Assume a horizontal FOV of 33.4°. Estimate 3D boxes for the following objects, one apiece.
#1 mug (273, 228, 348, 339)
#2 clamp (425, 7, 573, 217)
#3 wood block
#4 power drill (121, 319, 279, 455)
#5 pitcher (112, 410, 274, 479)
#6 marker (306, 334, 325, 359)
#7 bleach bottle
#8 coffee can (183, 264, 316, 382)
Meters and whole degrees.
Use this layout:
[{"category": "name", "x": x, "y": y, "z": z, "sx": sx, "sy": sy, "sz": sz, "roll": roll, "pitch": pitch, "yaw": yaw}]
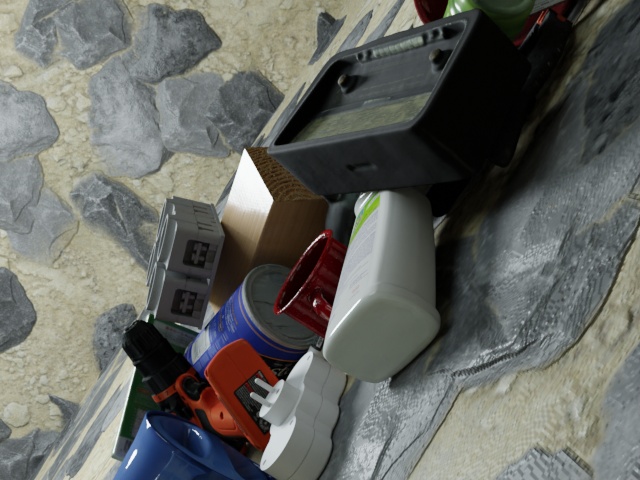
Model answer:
[{"category": "mug", "x": 0.016, "y": 0.053, "z": 0.970, "sx": 0.093, "sy": 0.081, "sz": 0.117, "roll": -54, "pitch": 11, "yaw": 11}, {"category": "clamp", "x": 0.162, "y": -0.117, "z": 0.946, "sx": 0.209, "sy": 0.036, "sz": 0.165, "roll": -59, "pitch": 5, "yaw": -26}, {"category": "wood block", "x": -0.057, "y": 0.002, "z": 1.198, "sx": 0.091, "sy": 0.090, "sz": 0.206, "roll": 59, "pitch": 141, "yaw": 37}, {"category": "power drill", "x": -0.110, "y": 0.145, "z": 1.043, "sx": 0.057, "sy": 0.184, "sz": 0.188, "roll": -42, "pitch": 10, "yaw": -28}, {"category": "pitcher", "x": -0.155, "y": 0.281, "z": 0.930, "sx": 0.145, "sy": 0.149, "sz": 0.243, "roll": 29, "pitch": 89, "yaw": 54}, {"category": "marker", "x": 0.018, "y": 0.066, "z": 1.039, "sx": 0.020, "sy": 0.020, "sz": 0.121, "roll": -117, "pitch": 51, "yaw": -78}, {"category": "bleach bottle", "x": 0.061, "y": -0.001, "z": 0.911, "sx": 0.103, "sy": 0.068, "sz": 0.250, "roll": -50, "pitch": 18, "yaw": 38}, {"category": "coffee can", "x": -0.070, "y": 0.107, "z": 1.136, "sx": 0.141, "sy": 0.102, "sz": 0.102, "roll": -48, "pitch": 13, "yaw": 37}]
